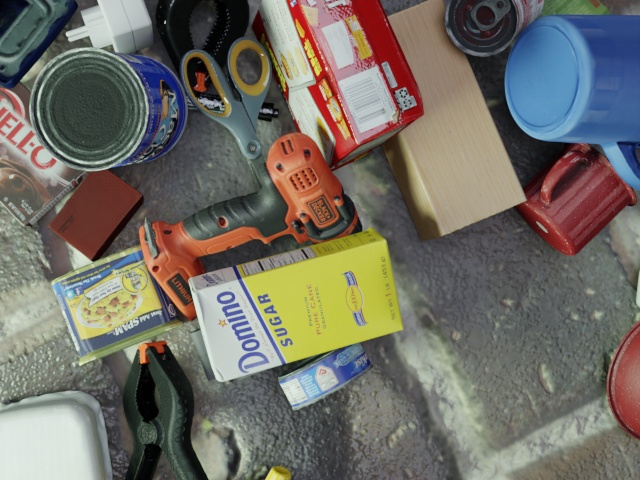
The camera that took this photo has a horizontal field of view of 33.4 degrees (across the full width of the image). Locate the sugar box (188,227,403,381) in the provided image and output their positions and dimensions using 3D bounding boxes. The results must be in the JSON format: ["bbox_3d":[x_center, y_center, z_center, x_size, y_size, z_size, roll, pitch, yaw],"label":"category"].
[{"bbox_3d":[-0.021,0.057,0.953,0.176,0.048,0.093,-17,110,-10],"label":"sugar box"}]

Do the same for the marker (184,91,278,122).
[{"bbox_3d":[-0.100,-0.132,1.030,0.121,0.020,0.020,8,86,-6],"label":"marker"}]

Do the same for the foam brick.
[{"bbox_3d":[-0.208,-0.025,0.996,0.053,0.051,0.078,38,83,-3],"label":"foam brick"}]

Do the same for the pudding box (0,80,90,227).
[{"bbox_3d":[-0.279,-0.082,0.996,0.090,0.039,0.113,-44,93,-7],"label":"pudding box"}]

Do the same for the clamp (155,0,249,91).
[{"bbox_3d":[-0.095,-0.244,0.992,0.164,0.036,0.210,-12,121,-30],"label":"clamp"}]

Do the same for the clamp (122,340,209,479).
[{"bbox_3d":[-0.153,0.181,0.980,0.120,0.039,0.171,-18,77,29],"label":"clamp"}]

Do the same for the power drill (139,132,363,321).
[{"bbox_3d":[-0.056,0.001,0.981,0.187,0.057,0.184,-27,135,4],"label":"power drill"}]

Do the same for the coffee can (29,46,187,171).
[{"bbox_3d":[-0.183,-0.116,0.947,0.103,0.140,0.103,1,97,6],"label":"coffee can"}]

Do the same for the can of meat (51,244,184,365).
[{"bbox_3d":[-0.189,0.059,0.991,0.102,0.057,0.084,-22,88,-8],"label":"can of meat"}]

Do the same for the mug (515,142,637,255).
[{"bbox_3d":[0.239,-0.044,1.022,0.081,0.117,0.093,-44,61,-2],"label":"mug"}]

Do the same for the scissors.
[{"bbox_3d":[-0.056,-0.106,1.017,0.096,0.016,0.201,-41,109,-12],"label":"scissors"}]

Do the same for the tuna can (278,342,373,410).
[{"bbox_3d":[0.004,0.123,0.996,0.086,0.086,0.034,-28,89,-8],"label":"tuna can"}]

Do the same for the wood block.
[{"bbox_3d":[0.106,-0.112,1.018,0.090,0.090,0.206,-23,89,-8],"label":"wood block"}]

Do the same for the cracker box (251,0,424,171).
[{"bbox_3d":[0.010,-0.156,0.947,0.072,0.214,0.164,-24,90,-9],"label":"cracker box"}]

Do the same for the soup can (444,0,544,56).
[{"bbox_3d":[0.162,-0.216,0.984,0.069,0.102,0.068,12,119,22],"label":"soup can"}]

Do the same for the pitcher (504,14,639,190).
[{"bbox_3d":[0.292,-0.134,0.972,0.242,0.145,0.149,-4,45,-31],"label":"pitcher"}]
